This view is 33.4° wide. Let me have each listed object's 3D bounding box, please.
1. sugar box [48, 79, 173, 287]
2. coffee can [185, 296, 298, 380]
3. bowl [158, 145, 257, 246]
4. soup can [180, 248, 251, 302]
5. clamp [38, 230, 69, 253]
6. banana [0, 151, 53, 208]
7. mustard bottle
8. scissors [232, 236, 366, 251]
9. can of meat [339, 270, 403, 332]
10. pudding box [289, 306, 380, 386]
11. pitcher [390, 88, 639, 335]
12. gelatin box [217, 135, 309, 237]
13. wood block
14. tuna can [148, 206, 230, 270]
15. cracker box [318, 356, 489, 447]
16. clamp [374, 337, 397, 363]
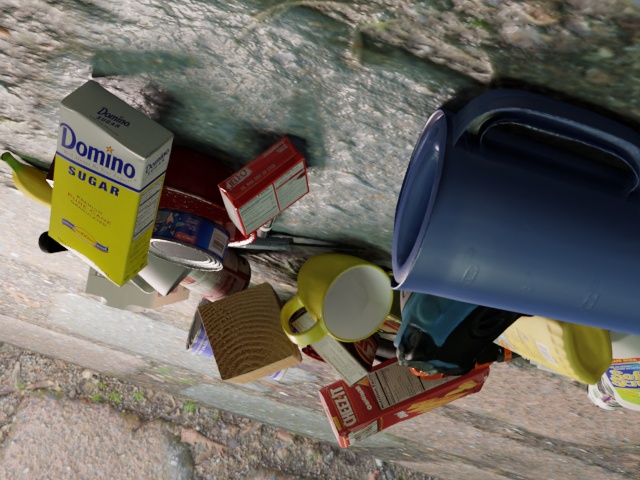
[{"bbox_3d":[-0.188,-0.046,0.935,0.093,0.048,0.176,33,141,12],"label":"sugar box"},{"bbox_3d":[-0.110,0.131,1.529,0.140,0.103,0.103,20,164,-12],"label":"coffee can"},{"bbox_3d":[-0.132,-0.048,1.028,0.162,0.055,0.162,15,164,4],"label":"bowl"},{"bbox_3d":[-0.140,0.030,1.282,0.069,0.068,0.102,3,159,38],"label":"soup can"},{"bbox_3d":[-0.252,-0.006,1.265,0.164,0.036,0.210,1,-175,-16],"label":"clamp"},{"bbox_3d":[-0.261,-0.046,1.194,0.197,0.037,0.070,17,164,-4],"label":"banana"},{"bbox_3d":[0.201,0.079,1.084,0.192,0.058,0.096,21,153,52],"label":"mustard bottle"},{"bbox_3d":[-0.058,0.001,1.171,0.202,0.016,0.096,3,175,38],"label":"scissors"},{"bbox_3d":[0.069,0.072,1.246,0.084,0.057,0.102,-4,156,44],"label":"can of meat"},{"bbox_3d":[0.019,0.108,1.282,0.039,0.090,0.113,-40,102,24],"label":"pudding box"},{"bbox_3d":[0.179,-0.009,0.761,0.242,0.145,0.149,14,177,-6],"label":"pitcher"},{"bbox_3d":[-0.048,-0.046,0.924,0.030,0.073,0.089,51,172,15],"label":"gelatin box"},{"bbox_3d":[-0.080,0.117,1.294,0.090,0.091,0.206,-20,171,-1],"label":"wood block"},{"bbox_3d":[-0.130,-0.001,1.020,0.086,0.033,0.086,14,164,4],"label":"tuna can"},{"bbox_3d":[0.111,0.197,1.405,0.213,0.072,0.164,-23,163,-4],"label":"cracker box"},{"bbox_3d":[0.065,0.152,1.552,0.171,0.039,0.120,22,160,2],"label":"clamp"}]
